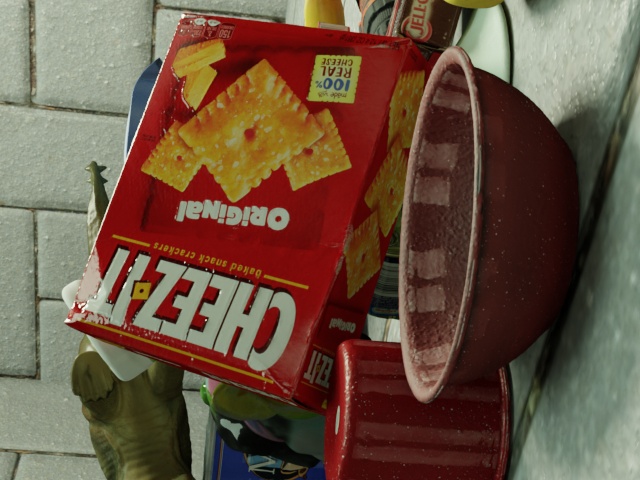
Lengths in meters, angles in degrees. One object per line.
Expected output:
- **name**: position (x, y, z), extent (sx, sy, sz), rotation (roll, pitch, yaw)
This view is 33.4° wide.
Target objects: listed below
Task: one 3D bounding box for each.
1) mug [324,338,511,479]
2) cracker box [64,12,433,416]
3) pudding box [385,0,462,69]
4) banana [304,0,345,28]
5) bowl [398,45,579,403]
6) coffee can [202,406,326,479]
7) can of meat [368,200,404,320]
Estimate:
- **mug**: position (0.045, 0.098, 0.569), extent (0.117, 0.081, 0.093), rotation (114, 161, -72)
- **cracker box**: position (-0.040, -0.023, 0.638), extent (0.072, 0.164, 0.213), rotation (37, -111, -60)
- **pudding box**: position (0.069, -0.159, 0.673), extent (0.090, 0.039, 0.113), rotation (127, 161, -79)
- **banana**: position (-0.006, -0.146, 0.947), extent (0.069, 0.037, 0.198), rotation (-47, -23, -54)
- **bowl**: position (0.076, -0.005, 0.487), extent (0.162, 0.055, 0.162), rotation (-176, 90, -84)
- **coffee can**: position (-0.033, 0.176, 0.967), extent (0.103, 0.140, 0.103), rotation (-175, 91, -84)
- **can of meat**: position (0.052, -0.008, 0.716), extent (0.084, 0.057, 0.102), rotation (99, 174, -55)
